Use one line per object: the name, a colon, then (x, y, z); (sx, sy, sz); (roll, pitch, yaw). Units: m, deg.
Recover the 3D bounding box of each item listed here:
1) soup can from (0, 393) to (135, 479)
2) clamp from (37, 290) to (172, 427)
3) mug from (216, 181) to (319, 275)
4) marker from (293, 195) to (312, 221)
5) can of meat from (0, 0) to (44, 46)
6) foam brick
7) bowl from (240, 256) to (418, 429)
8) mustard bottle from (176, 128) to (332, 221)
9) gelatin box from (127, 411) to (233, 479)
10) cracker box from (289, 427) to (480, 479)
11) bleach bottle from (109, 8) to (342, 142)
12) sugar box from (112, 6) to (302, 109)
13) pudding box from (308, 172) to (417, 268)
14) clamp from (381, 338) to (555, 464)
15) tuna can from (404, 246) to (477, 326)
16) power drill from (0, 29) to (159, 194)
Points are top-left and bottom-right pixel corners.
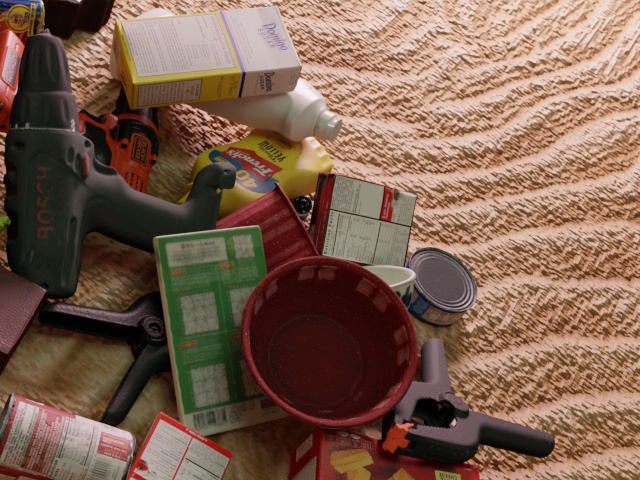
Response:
soup can: (-0.202, 0.166, 0.826); (0.102, 0.069, 0.068); (21, 44, -16)
clamp: (-0.153, 0.097, 0.943); (0.171, 0.039, 0.120); (-10, 69, -39)
mug: (-0.057, 0.001, 1.047); (0.081, 0.117, 0.093); (-29, 101, -3)
marker: (-0.020, -0.033, 1.097); (0.020, 0.121, 0.020); (0, 87, -2)
can of meat: (-0.325, -0.201, 1.053); (0.083, 0.102, 0.057); (-2, 33, -37)
foam brick: (-0.271, 0.069, 0.883); (0.053, 0.051, 0.078); (29, 43, -8)
bowl: (0.003, 0.097, 0.951); (0.162, 0.055, 0.162); (7, 62, -14)
mustard bottle: (-0.079, -0.065, 1.118); (0.096, 0.058, 0.191); (40, 42, 19)
gelatin box: (-0.122, 0.197, 0.879); (0.073, 0.030, 0.089); (31, 43, -7)
cracker box: (0.056, 0.274, 0.890); (0.164, 0.072, 0.213); (19, 45, -17)
bleach bottle: (-0.096, -0.166, 1.146); (0.251, 0.068, 0.102); (27, 40, 14)
sugar box: (-0.117, -0.188, 1.091); (0.176, 0.048, 0.093); (-7, 57, -21)
pudding box: (0.043, -0.018, 1.129); (0.113, 0.039, 0.090); (12, 88, -30)
clamp: (0.113, 0.155, 0.994); (0.165, 0.036, 0.209); (43, 25, 30)
tuna can: (0.126, 0.051, 1.163); (0.086, 0.034, 0.086); (17, 45, -19)
power drill: (-0.241, -0.126, 1.041); (0.187, 0.057, 0.184); (28, 41, -30)
